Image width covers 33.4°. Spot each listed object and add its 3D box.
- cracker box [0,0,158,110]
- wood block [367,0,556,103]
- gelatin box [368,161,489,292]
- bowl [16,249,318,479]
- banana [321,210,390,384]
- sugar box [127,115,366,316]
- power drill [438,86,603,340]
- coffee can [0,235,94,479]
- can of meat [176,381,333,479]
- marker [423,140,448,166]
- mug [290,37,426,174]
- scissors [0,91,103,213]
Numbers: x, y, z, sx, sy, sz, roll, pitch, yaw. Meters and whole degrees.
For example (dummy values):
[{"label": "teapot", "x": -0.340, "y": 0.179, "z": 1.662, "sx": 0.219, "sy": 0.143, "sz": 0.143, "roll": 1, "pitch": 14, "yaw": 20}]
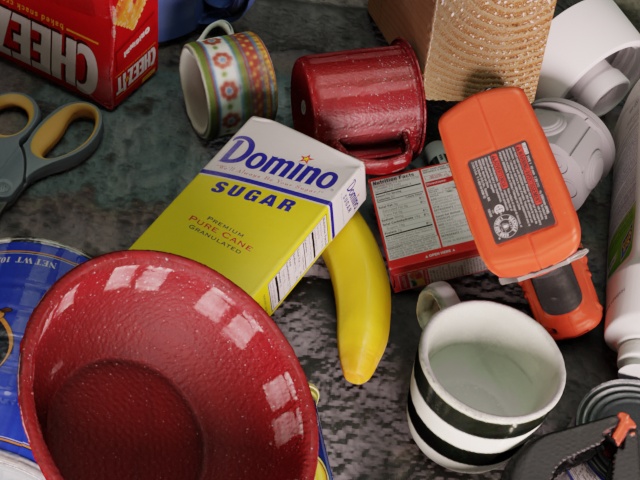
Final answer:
[{"label": "cracker box", "x": -0.201, "y": -0.218, "z": 0.768, "sx": 0.164, "sy": 0.214, "sz": 0.072, "roll": 27, "pitch": 50, "yaw": 13}, {"label": "wood block", "x": 0.104, "y": -0.190, "z": 0.848, "sx": 0.090, "sy": 0.091, "sz": 0.206, "roll": 1, "pitch": 29, "yaw": -11}, {"label": "gelatin box", "x": 0.077, "y": -0.012, "z": 0.748, "sx": 0.073, "sy": 0.030, "sz": 0.089, "roll": -14, "pitch": 48, "yaw": 4}, {"label": "bowl", "x": -0.080, "y": 0.087, "z": 0.519, "sx": 0.161, "sy": 0.055, "sz": 0.162, "roll": 22, "pitch": 49, "yaw": -28}, {"label": "banana", "x": 0.006, "y": 0.011, "z": 0.725, "sx": 0.069, "sy": 0.037, "sz": 0.198, "roll": -26, "pitch": 54, "yaw": -10}, {"label": "sugar box", "x": -0.055, "y": 0.001, "z": 0.685, "sx": 0.093, "sy": 0.048, "sz": 0.176, "roll": 26, "pitch": 61, "yaw": 22}, {"label": "power drill", "x": 0.124, "y": -0.033, "z": 0.669, "sx": 0.057, "sy": 0.187, "sz": 0.184, "roll": -23, "pitch": 74, "yaw": 14}, {"label": "coffee can", "x": -0.165, "y": 0.083, "z": 0.574, "sx": 0.102, "sy": 0.103, "sz": 0.140, "roll": 9, "pitch": 46, "yaw": -4}, {"label": "can of meat", "x": -0.044, "y": 0.130, "z": 0.587, "sx": 0.102, "sy": 0.057, "sz": 0.084, "roll": -4, "pitch": 51, "yaw": -14}, {"label": "marker", "x": 0.102, "y": -0.026, "z": 0.787, "sx": 0.020, "sy": 0.020, "sz": 0.121, "roll": -4, "pitch": 49, "yaw": -15}, {"label": "mug", "x": 0.028, "y": -0.091, "z": 0.786, "sx": 0.081, "sy": 0.093, "sz": 0.117, "roll": -8, "pitch": 52, "yaw": -13}, {"label": "scissors", "x": -0.231, "y": -0.045, "z": 0.738, "sx": 0.096, "sy": 0.016, "sz": 0.201, "roll": 27, "pitch": 48, "yaw": 15}]
